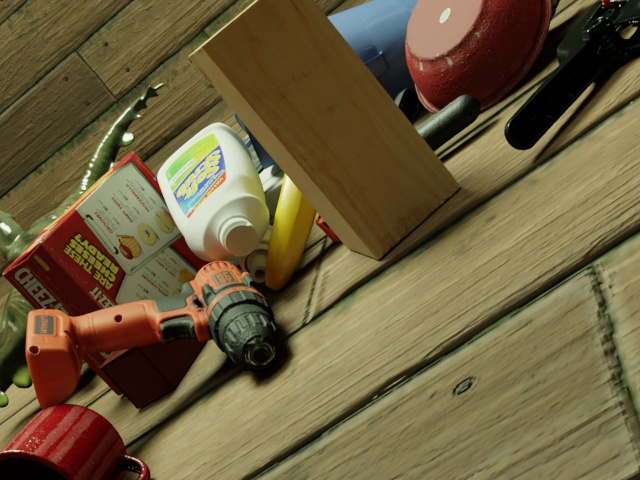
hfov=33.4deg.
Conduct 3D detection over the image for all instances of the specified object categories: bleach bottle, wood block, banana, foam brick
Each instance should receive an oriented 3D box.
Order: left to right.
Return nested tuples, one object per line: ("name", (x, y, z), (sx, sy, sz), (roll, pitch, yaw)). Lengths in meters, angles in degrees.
("foam brick", (-0.147, 0.100, 0.946), (0.053, 0.051, 0.078), (-32, 15, 33))
("bleach bottle", (-0.092, -0.041, 1.007), (0.102, 0.068, 0.251), (-39, 23, -1))
("banana", (-0.018, -0.051, 0.961), (0.070, 0.037, 0.197), (113, 168, -56))
("wood block", (0.002, -0.094, 0.831), (0.090, 0.206, 0.091), (-41, 12, -6))

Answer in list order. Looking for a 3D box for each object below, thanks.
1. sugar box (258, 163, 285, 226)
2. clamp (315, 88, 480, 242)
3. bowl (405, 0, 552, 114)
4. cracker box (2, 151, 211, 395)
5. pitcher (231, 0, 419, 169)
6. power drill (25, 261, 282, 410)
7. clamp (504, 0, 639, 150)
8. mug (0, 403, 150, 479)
("sugar box", (-0.049, -0.053, 1.192), (0.093, 0.048, 0.176), (-37, 16, 21))
("clamp", (0.065, -0.070, 0.933), (0.171, 0.039, 0.120), (-55, 21, -16))
("bowl", (0.131, -0.195, 0.980), (0.162, 0.055, 0.162), (-28, 50, 38))
("cracker box", (-0.195, 0.027, 1.070), (0.072, 0.164, 0.213), (-34, 14, 29))
("pitcher", (0.020, -0.178, 1.145), (0.243, 0.145, 0.149), (-23, 58, 1))
("power drill", (-0.130, 0.075, 0.828), (0.187, 0.057, 0.184), (-13, 15, -12))
("clamp", (0.208, -0.142, 0.792), (0.165, 0.036, 0.209), (-34, 12, 21))
("mug", (-0.176, 0.168, 0.752), (0.117, 0.093, 0.081), (-3, 20, 14))
